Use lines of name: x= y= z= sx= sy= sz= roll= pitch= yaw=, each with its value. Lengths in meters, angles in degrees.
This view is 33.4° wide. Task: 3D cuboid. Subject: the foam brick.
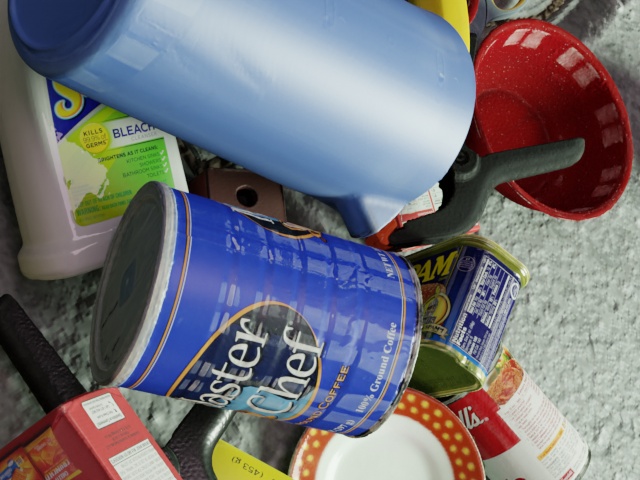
foam brick: x=-0.054 y=0.001 z=0.654 sx=0.052 sy=0.051 sz=0.078 roll=1 pitch=74 yaw=-32

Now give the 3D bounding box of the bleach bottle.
bleach bottle: x=-0.144 y=-0.112 z=0.585 sx=0.102 sy=0.068 sz=0.251 roll=-20 pitch=102 yaw=-36

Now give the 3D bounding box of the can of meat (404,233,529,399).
can of meat: x=0.076 y=0.053 z=0.691 sx=0.057 sy=0.102 sz=0.084 roll=37 pitch=60 yaw=-19

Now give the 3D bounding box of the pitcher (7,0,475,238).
pitcher: x=-0.036 y=-0.112 z=0.568 sx=0.242 sy=0.145 sz=0.149 roll=18 pitch=24 yaw=-47

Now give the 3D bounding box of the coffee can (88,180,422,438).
coffee can: x=-0.034 y=0.038 z=0.544 sx=0.140 sy=0.103 sz=0.103 roll=16 pitch=66 yaw=-23

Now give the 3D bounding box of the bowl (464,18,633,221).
bowl: x=0.162 y=-0.085 z=0.818 sx=0.161 sy=0.055 sz=0.162 roll=11 pitch=69 yaw=-29

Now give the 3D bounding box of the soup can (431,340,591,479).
soup can: x=0.125 y=0.123 z=0.718 sx=0.102 sy=0.069 sz=0.068 roll=49 pitch=55 yaw=-11

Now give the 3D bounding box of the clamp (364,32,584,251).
clamp: x=0.086 y=-0.062 z=0.724 sx=0.171 sy=0.039 sz=0.120 roll=-35 pitch=79 yaw=-21

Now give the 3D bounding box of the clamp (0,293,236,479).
clamp: x=-0.084 y=0.120 z=0.568 sx=0.164 sy=0.036 sz=0.210 roll=-4 pitch=64 yaw=-18
